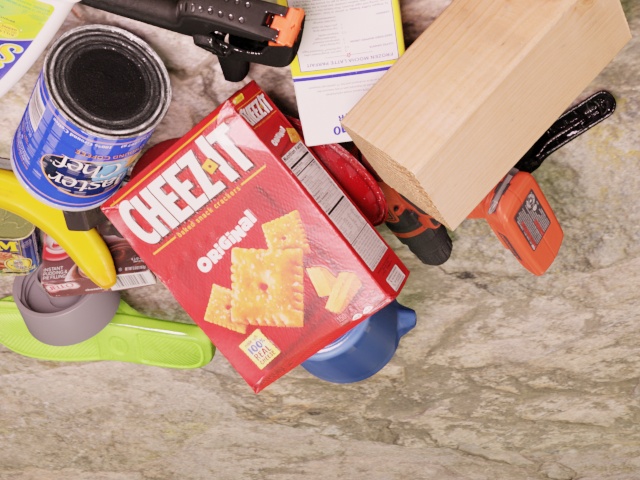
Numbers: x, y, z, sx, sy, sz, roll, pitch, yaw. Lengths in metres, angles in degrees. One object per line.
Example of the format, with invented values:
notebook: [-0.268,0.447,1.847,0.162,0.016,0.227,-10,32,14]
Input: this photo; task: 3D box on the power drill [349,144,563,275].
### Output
power drill: [0.132,-0.021,1.016,0.188,0.057,0.184,13,155,42]

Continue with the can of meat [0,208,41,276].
can of meat: [-0.336,-0.006,1.080,0.102,0.057,0.084,2,150,-7]

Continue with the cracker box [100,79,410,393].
cracker box: [-0.056,0.001,0.903,0.164,0.072,0.213,-36,98,27]

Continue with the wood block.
wood block: [0.127,-0.123,0.812,0.206,0.090,0.090,-47,140,-3]

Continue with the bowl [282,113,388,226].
bowl: [-0.020,-0.045,0.971,0.162,0.055,0.162,31,160,12]

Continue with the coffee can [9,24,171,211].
coffee can: [-0.194,-0.099,0.888,0.102,0.103,0.141,12,153,-22]

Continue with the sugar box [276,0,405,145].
sugar box: [0.019,-0.162,0.833,0.093,0.048,0.176,-6,130,6]

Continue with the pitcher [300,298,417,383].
pitcher: [0.000,0.077,1.095,0.149,0.145,0.242,-47,167,-1]

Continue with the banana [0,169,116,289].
banana: [-0.277,-0.022,1.029,0.197,0.069,0.037,25,161,-6]

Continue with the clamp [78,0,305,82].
clamp: [-0.072,-0.156,0.808,0.164,0.036,0.210,24,174,-42]

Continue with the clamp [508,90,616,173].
clamp: [0.184,-0.082,0.996,0.120,0.039,0.172,-6,154,-40]

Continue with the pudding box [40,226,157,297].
pudding box: [-0.222,0.006,1.078,0.113,0.090,0.039,-6,150,2]

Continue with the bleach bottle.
bleach bottle: [-0.267,-0.157,0.847,0.102,0.068,0.251,21,142,-23]
